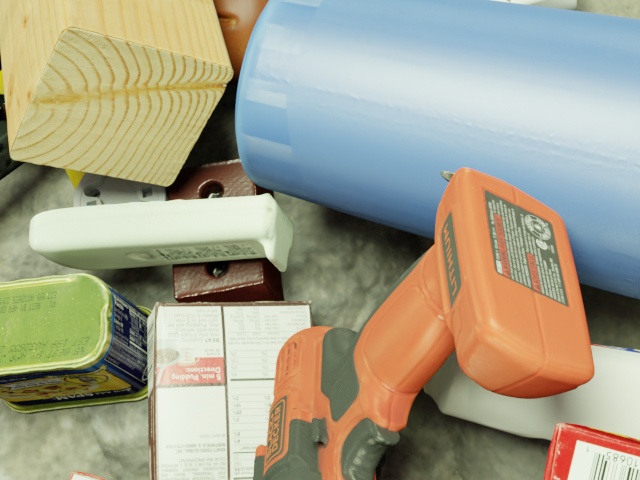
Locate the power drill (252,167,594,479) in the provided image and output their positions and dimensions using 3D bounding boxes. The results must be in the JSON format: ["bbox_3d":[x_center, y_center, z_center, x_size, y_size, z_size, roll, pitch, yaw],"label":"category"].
[{"bbox_3d":[0.031,0.075,0.449,0.057,0.188,0.184,24,39,-21],"label":"power drill"}]

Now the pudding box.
[{"bbox_3d":[-0.046,0.089,0.572,0.090,0.039,0.113,1,72,-13],"label":"pudding box"}]

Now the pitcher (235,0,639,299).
[{"bbox_3d":[0.089,-0.049,0.522,0.243,0.149,0.144,14,33,14],"label":"pitcher"}]

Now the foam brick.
[{"bbox_3d":[-0.054,0.001,0.609,0.053,0.051,0.078,-10,70,8],"label":"foam brick"}]

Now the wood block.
[{"bbox_3d":[-0.124,-0.141,0.594,0.090,0.090,0.206,10,45,-30],"label":"wood block"}]

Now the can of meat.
[{"bbox_3d":[-0.148,0.057,0.591,0.102,0.084,0.057,-7,70,9],"label":"can of meat"}]
